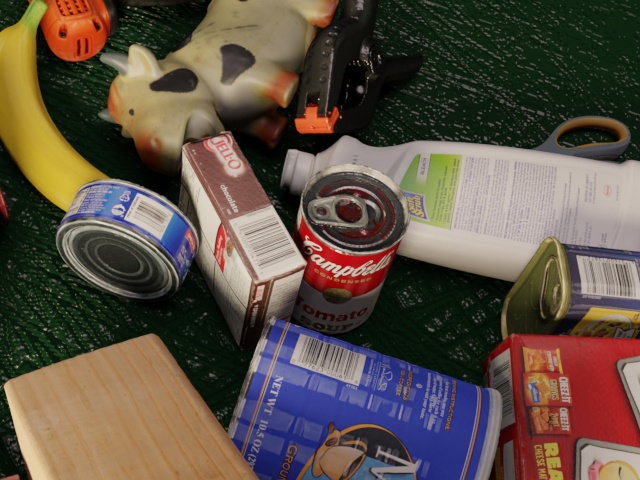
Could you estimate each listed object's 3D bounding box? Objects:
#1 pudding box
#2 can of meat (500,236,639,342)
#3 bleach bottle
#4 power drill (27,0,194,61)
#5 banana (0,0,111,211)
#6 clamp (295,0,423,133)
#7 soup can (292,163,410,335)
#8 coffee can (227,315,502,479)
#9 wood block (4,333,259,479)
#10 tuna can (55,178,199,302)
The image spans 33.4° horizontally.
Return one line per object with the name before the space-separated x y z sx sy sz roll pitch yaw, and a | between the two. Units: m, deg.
pudding box | -0.054 0.001 0.687 0.039 0.090 0.113 -18 62 -21
can of meat | 0.175 0.046 0.696 0.084 0.102 0.057 6 55 -10
bleach bottle | 0.098 -0.030 0.754 0.251 0.068 0.102 12 65 -1
power drill | -0.153 -0.233 0.852 0.187 0.057 0.184 -17 64 -19
banana | -0.187 -0.078 0.735 0.070 0.037 0.198 -34 71 16
clamp | 0.025 -0.144 0.779 0.039 0.120 0.171 -7 31 32
soup can | 0.013 0.008 0.687 0.068 0.102 0.068 6 55 -8
coffee can | 0.021 0.114 0.615 0.140 0.103 0.102 18 54 2
wood block | -0.080 0.145 0.530 0.090 0.091 0.206 -17 34 -23
tuna can | -0.122 0.002 0.675 0.086 0.086 0.033 19 55 2
